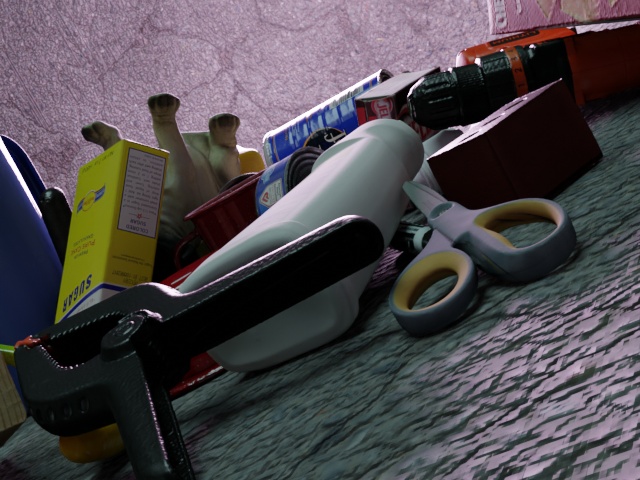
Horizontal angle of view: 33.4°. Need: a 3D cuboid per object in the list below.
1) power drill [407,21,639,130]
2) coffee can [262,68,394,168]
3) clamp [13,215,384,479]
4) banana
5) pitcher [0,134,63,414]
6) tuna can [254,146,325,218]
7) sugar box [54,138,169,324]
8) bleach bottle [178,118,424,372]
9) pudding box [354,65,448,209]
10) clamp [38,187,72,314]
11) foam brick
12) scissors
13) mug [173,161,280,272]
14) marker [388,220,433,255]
[{"bbox_3d":[0.153,-0.126,0.825,0.184,0.057,0.187,-11,12,3],"label":"power drill"},{"bbox_3d":[0.027,-0.096,1.083,0.140,0.103,0.102,-27,7,21],"label":"coffee can"},{"bbox_3d":[-0.074,0.048,0.507,0.210,0.036,0.164,-2,37,50],"label":"clamp"},{"bbox_3d":[-0.138,0.091,0.612,0.069,0.037,0.198,-6,9,-28],"label":"banana"},{"bbox_3d":[-0.279,0.021,0.929,0.149,0.243,0.145,-32,7,-16],"label":"pitcher"},{"bbox_3d":[-0.006,-0.020,0.749,0.034,0.086,0.086,-27,7,35],"label":"tuna can"},{"bbox_3d":[-0.162,0.021,0.806,0.048,0.176,0.094,18,-21,-29],"label":"sugar box"},{"bbox_3d":[0.013,-0.020,0.645,0.103,0.068,0.250,-27,13,33],"label":"bleach bottle"},{"bbox_3d":[0.069,-0.083,0.847,0.039,0.090,0.113,-2,19,24],"label":"pudding box"},{"bbox_3d":[-0.195,0.036,0.894,0.039,0.120,0.171,-35,39,26],"label":"clamp"},{"bbox_3d":[0.110,-0.047,0.604,0.078,0.051,0.053,-35,8,-34],"label":"foam brick"},{"bbox_3d":[0.052,0.002,0.530,0.096,0.016,0.202,-37,17,-13],"label":"scissors"},{"bbox_3d":[-0.055,0.001,0.817,0.117,0.081,0.093,-30,7,-7],"label":"mug"},{"bbox_3d":[0.058,0.000,0.619,0.020,0.020,0.121,-31,7,-6],"label":"marker"}]
